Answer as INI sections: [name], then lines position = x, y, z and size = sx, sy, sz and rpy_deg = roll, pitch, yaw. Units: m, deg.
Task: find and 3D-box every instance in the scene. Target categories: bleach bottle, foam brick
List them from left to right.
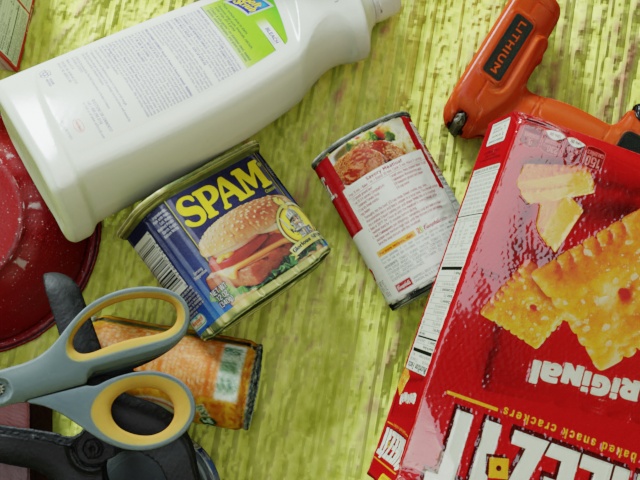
[foam brick]
position = -0.192, 0.116, 0.640
size = 0.051, 0.053, 0.078
rpy_deg = -2, 82, 1
[bleach bottle]
position = -0.059, -0.098, 0.640
size = 0.250, 0.068, 0.103
rpy_deg = -27, 65, -17

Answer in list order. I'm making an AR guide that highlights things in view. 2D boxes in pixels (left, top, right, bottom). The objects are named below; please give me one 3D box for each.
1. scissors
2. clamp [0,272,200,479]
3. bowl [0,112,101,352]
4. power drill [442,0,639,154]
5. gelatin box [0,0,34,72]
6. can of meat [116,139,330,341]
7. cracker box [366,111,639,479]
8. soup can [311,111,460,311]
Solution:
[scissors]
position = -0.155, 0.093, 0.568
size = 0.201, 0.016, 0.096
rpy_deg = -27, 91, -9
[clamp]
position = -0.137, 0.116, 0.599
size = 0.120, 0.039, 0.171
rpy_deg = -40, 92, 3
[bowl]
position = -0.220, -0.010, 0.657
size = 0.162, 0.055, 0.162
rpy_deg = 0, 82, 1
[power drill]
position = 0.185, -0.082, 0.653
size = 0.188, 0.057, 0.184
rpy_deg = 33, 83, 6
[gelatin box]
position = -0.204, -0.152, 0.657
size = 0.030, 0.089, 0.073
rpy_deg = 10, 83, 2
[can of meat]
position = -0.054, 0.001, 0.633
size = 0.101, 0.058, 0.084
rpy_deg = -33, 84, -40
[cracker box]
position = 0.140, 0.057, 0.575
size = 0.164, 0.072, 0.213
rpy_deg = 20, 86, -5
[soup can]
position = 0.048, -0.017, 0.643
size = 0.068, 0.068, 0.102
rpy_deg = -28, 83, -2
